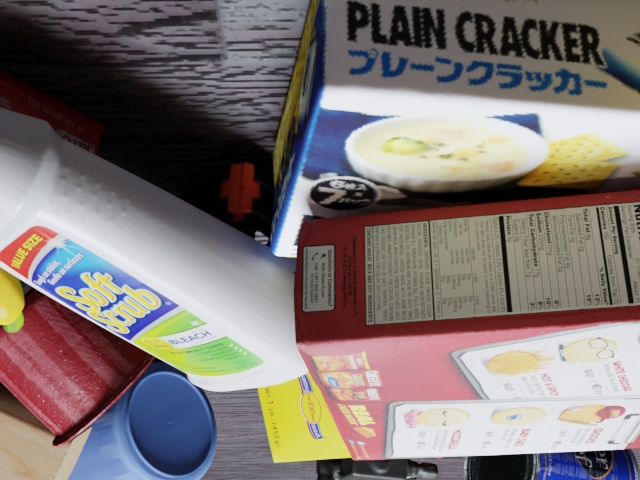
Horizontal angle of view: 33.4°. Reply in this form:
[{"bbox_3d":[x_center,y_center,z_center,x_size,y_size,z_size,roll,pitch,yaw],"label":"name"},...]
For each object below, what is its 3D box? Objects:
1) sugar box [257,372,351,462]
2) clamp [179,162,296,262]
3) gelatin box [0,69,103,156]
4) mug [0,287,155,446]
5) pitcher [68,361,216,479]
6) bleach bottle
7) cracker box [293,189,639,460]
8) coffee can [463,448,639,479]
[{"bbox_3d":[0.044,0.113,0.802,0.176,0.093,0.048,-7,-165,18],"label":"sugar box"},{"bbox_3d":[-0.054,0.001,0.624,0.120,0.039,0.171,-7,158,4],"label":"clamp"},{"bbox_3d":[-0.164,-0.047,0.527,0.089,0.030,0.073,-16,151,33],"label":"gelatin box"},{"bbox_3d":[-0.158,0.062,0.681,0.081,0.117,0.093,47,126,-10],"label":"mug"},{"bbox_3d":[-0.199,0.186,0.947,0.243,0.149,0.144,-26,130,38],"label":"pitcher"},{"bbox_3d":[-0.110,0.001,0.516,0.103,0.068,0.250,-12,147,40],"label":"bleach bottle"},{"bbox_3d":[0.106,0.044,0.506,0.214,0.072,0.164,-5,150,9],"label":"cracker box"},{"bbox_3d":[0.226,0.228,1.044,0.140,0.103,0.103,16,151,-31],"label":"coffee can"}]
